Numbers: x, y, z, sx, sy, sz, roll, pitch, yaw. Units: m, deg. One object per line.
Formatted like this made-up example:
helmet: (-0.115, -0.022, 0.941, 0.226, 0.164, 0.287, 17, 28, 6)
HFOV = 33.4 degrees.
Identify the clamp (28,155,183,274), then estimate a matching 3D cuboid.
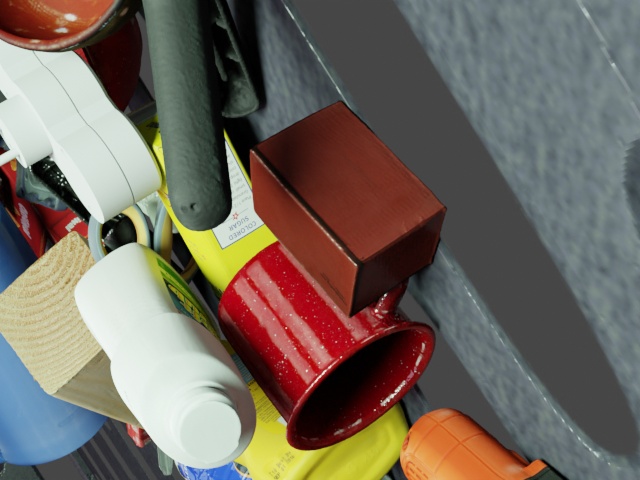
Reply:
clamp: (-0.141, 0.004, 0.802, 0.120, 0.039, 0.171, 44, 178, 44)

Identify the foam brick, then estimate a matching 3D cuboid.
foam brick: (0.011, -0.015, 0.493, 0.078, 0.051, 0.053, 48, 158, 22)

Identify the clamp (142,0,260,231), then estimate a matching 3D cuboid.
clamp: (-0.063, -0.116, 0.453, 0.164, 0.036, 0.210, -92, -10, -59)

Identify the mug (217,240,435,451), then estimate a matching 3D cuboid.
mug: (0.004, 0.040, 0.552, 0.082, 0.093, 0.117, 50, 127, 30)

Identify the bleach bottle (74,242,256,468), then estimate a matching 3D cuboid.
bleach bottle: (-0.079, 0.069, 0.585, 0.102, 0.068, 0.251, 53, 172, -18)

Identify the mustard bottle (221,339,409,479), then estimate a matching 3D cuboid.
mustard bottle: (-0.034, 0.107, 0.699, 0.192, 0.096, 0.058, 24, 142, 54)

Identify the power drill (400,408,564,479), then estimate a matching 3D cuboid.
power drill: (0.119, 0.195, 0.554, 0.185, 0.057, 0.187, 41, 152, 43)

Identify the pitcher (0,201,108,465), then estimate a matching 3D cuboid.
pitcher: (-0.285, 0.081, 0.920, 0.149, 0.145, 0.243, -96, -9, -48)

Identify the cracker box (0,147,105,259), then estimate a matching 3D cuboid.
cracker box: (-0.269, -0.045, 1.022, 0.214, 0.072, 0.164, 55, 159, 3)

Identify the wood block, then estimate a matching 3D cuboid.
wood block: (-0.163, 0.081, 0.858, 0.091, 0.090, 0.206, 47, 177, 21)

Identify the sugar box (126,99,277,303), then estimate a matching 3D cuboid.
sugar box: (-0.054, 0.001, 0.640, 0.093, 0.048, 0.176, 34, 151, 62)

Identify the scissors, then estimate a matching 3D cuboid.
scissors: (-0.122, 0.055, 0.717, 0.016, 0.096, 0.202, 6, 84, 54)
